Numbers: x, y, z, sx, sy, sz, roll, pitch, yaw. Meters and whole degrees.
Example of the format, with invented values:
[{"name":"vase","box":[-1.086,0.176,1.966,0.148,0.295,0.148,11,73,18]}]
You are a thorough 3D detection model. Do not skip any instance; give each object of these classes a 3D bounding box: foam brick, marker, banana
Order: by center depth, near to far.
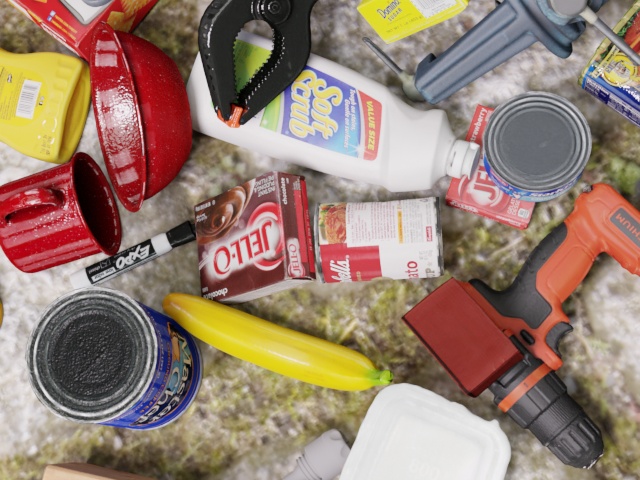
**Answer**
[{"name":"foam brick","box":[0.109,0.074,0.814,0.051,0.053,0.078,-42,72,4]},{"name":"banana","box":[-0.033,0.085,0.875,0.198,0.069,0.037,16,63,10]},{"name":"marker","box":[-0.161,0.013,0.934,0.121,0.020,0.020,-25,76,2]}]

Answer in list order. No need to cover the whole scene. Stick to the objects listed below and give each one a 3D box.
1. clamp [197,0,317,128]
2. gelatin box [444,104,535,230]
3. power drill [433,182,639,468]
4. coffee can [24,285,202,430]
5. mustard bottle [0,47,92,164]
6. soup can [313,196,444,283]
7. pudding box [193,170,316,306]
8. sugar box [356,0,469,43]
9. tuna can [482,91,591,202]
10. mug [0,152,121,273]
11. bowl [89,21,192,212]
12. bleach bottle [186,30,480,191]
[{"name":"clamp","box":[-0.049,-0.195,0.842,0.164,0.036,0.210,22,99,-26]},{"name":"gelatin box","box":[0.153,-0.061,0.900,0.073,0.030,0.089,19,81,12]},{"name":"power drill","box":[0.203,0.061,0.852,0.187,0.057,0.184,-43,76,-2]},{"name":"coffee can","box":[-0.160,0.098,0.854,0.103,0.140,0.103,-2,78,7]},{"name":"mustard bottle","box":[-0.308,-0.135,0.967,0.192,0.058,0.096,14,88,11]},{"name":"soup can","box":[0.049,-0.001,0.883,0.102,0.068,0.068,-3,78,7]},{"name":"pudding box","box":[-0.056,0.001,0.883,0.114,0.039,0.090,-20,70,46]},{"name":"sugar box","box":[0.107,-0.237,0.834,0.048,0.094,0.176,43,59,-23]},{"name":"tuna can","box":[0.174,-0.075,0.865,0.086,0.033,0.086,-2,74,6]},{"name":"mug","box":[-0.230,-0.022,0.905,0.081,0.117,0.093,-17,80,9]},{"name":"bowl","box":[-0.149,-0.107,0.905,0.055,0.162,0.162,-12,75,-23]},{"name":"bleach bottle","box":[0.013,-0.108,0.902,0.251,0.068,0.102,18,83,15]}]
